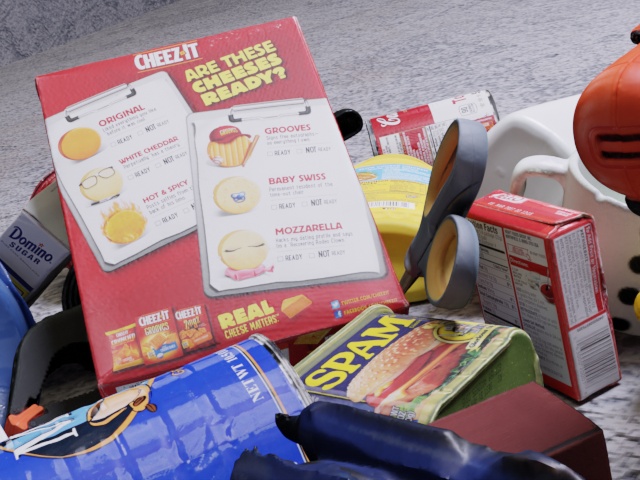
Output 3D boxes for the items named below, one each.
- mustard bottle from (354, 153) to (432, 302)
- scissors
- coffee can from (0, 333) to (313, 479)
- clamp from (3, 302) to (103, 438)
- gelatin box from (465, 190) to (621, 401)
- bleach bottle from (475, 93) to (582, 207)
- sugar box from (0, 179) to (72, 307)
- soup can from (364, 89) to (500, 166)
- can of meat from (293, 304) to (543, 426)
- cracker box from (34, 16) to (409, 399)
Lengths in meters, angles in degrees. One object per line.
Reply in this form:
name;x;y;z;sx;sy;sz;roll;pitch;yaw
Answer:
mustard bottle;0.049;-0.019;0.737;0.096;0.058;0.191;0;20;6
scissors;0.054;0.021;0.551;0.016;0.202;0.096;6;53;-5
coffee can;-0.068;0.108;0.403;0.140;0.103;0.103;-21;19;-17
clamp;-0.112;0.064;0.626;0.120;0.039;0.171;26;49;7
gelatin box;0.107;0.024;0.522;0.030;0.089;0.073;-22;19;-20
bleach bottle;0.166;-0.049;0.695;0.068;0.103;0.250;41;30;16
sugar box;-0.207;0.027;0.706;0.176;0.048;0.093;-45;7;27
soup can;0.093;-0.077;0.857;0.102;0.068;0.068;-14;19;4
can of meat;0.041;0.075;0.485;0.084;0.057;0.101;4;26;40
cracker box;-0.061;-0.015;0.612;0.164;0.072;0.214;-15;58;-8
